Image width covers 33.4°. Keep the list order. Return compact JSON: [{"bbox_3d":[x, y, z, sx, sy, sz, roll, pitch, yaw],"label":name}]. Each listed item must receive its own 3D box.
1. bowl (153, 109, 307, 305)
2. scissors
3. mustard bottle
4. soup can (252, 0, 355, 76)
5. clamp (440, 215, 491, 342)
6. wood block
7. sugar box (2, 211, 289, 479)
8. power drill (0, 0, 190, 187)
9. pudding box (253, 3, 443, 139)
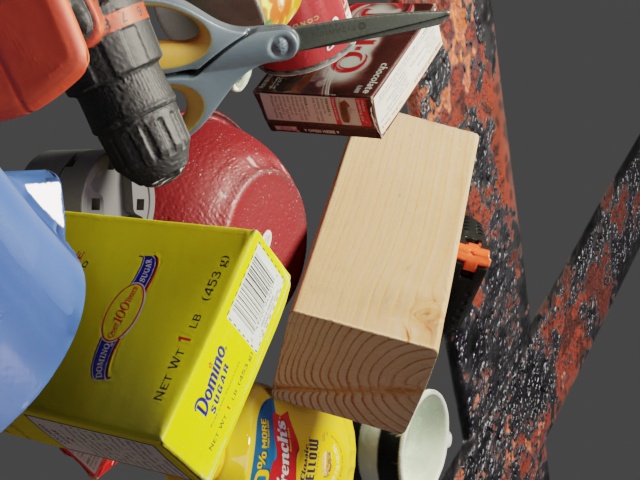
[{"bbox_3d":[-0.054,0.001,0.650,0.161,0.055,0.162,-15,107,-58],"label":"bowl"},{"bbox_3d":[-0.033,-0.091,0.585,0.016,0.201,0.096,-111,-151,-56],"label":"scissors"},{"bbox_3d":[-0.044,0.140,0.690,0.191,0.058,0.096,23,73,-58],"label":"mustard bottle"},{"bbox_3d":[-0.022,-0.163,0.662,0.068,0.069,0.102,-55,139,-40],"label":"soup can"},{"bbox_3d":[0.102,0.025,0.865,0.210,0.036,0.164,106,-3,-69],"label":"clamp"},{"bbox_3d":[0.041,0.012,0.713,0.090,0.091,0.206,104,3,-45],"label":"wood block"},{"bbox_3d":[-0.107,0.035,0.443,0.093,0.176,0.048,-67,148,-28],"label":"sugar box"},{"bbox_3d":[-0.111,-0.094,0.429,0.187,0.057,0.184,-97,162,-78],"label":"power drill"},{"bbox_3d":[0.021,-0.118,0.723,0.113,0.090,0.039,-59,142,-35],"label":"pudding box"}]
